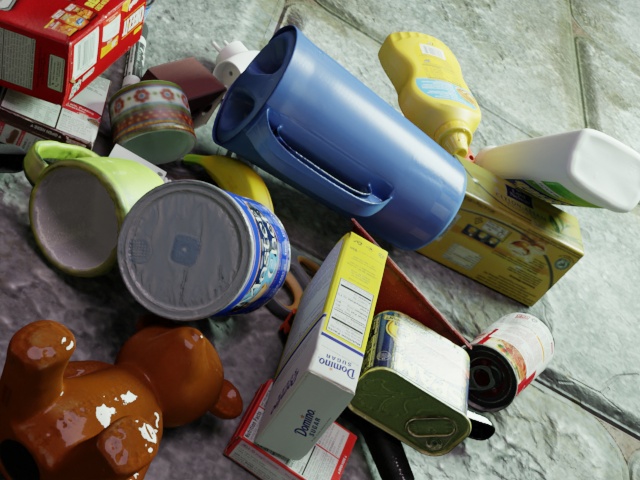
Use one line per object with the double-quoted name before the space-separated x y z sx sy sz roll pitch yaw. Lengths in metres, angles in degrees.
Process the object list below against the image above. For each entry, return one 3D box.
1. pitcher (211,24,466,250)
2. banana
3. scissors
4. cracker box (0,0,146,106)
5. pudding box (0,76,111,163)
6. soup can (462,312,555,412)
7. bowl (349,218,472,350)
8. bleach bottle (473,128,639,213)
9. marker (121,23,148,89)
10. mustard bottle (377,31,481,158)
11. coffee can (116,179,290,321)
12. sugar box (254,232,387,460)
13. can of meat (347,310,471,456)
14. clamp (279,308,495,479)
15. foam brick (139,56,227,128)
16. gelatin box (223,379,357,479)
"pitcher" 0.024 -0.085 1.042 0.242 0.145 0.149 32 72 -23
"banana" -0.075 -0.016 0.976 0.037 0.069 0.198 62 7 -49
"scissors" -0.057 0.001 1.000 0.202 0.016 0.096 47 35 13
"cracker box" -0.283 -0.207 0.941 0.214 0.072 0.164 19 35 5
"pudding box" -0.241 -0.119 0.954 0.090 0.039 0.113 22 35 -18
"soup can" 0.178 0.115 1.033 0.068 0.069 0.102 47 35 12
"bowl" 0.064 0.056 0.975 0.162 0.055 0.162 47 3 -3
"bleach bottle" 0.248 -0.074 1.200 0.102 0.068 0.251 27 -9 -19
"marker" -0.190 -0.187 1.095 0.020 0.020 0.121 22 37 -22
"mustard bottle" 0.132 -0.160 1.213 0.096 0.058 0.191 13 39 -27
"coffee can" -0.087 0.010 0.837 0.103 0.103 0.140 44 5 9
"sugar box" 0.004 0.080 0.839 0.048 0.093 0.176 27 37 -10
"can of meat" 0.076 0.116 0.884 0.102 0.058 0.084 32 33 -12
"clamp" 0.044 0.141 0.909 0.210 0.036 0.164 38 34 4
"foam brick" -0.142 -0.141 1.055 0.051 0.053 0.078 45 36 10
"gelatin box" -0.023 0.160 0.834 0.089 0.030 0.073 34 36 -3
